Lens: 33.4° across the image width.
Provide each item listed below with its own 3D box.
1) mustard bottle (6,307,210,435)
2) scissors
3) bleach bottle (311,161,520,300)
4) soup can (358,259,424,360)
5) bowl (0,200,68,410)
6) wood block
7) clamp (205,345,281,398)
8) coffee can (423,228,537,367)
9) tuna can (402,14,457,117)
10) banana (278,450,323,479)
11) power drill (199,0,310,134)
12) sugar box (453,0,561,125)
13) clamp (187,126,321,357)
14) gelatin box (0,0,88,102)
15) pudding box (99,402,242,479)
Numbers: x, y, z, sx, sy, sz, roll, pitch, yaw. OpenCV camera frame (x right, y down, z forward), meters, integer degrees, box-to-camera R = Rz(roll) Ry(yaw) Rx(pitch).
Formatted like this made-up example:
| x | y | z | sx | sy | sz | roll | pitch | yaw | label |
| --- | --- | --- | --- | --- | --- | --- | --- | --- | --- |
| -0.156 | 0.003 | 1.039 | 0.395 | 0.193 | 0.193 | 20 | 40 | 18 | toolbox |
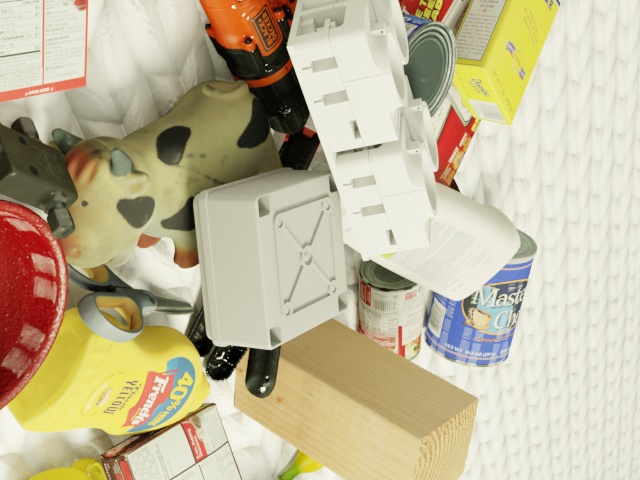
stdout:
| x | y | z | sx | sy | sz | roll | pitch | yaw | label |
| --- | --- | --- | --- | --- | --- | --- | --- | --- | --- |
| -0.146 | 0.108 | 0.827 | 0.096 | 0.058 | 0.191 | -53 | 150 | 9 | mustard bottle |
| -0.147 | 0.032 | 0.799 | 0.016 | 0.096 | 0.201 | -40 | 180 | 8 | scissors |
| 0.080 | -0.021 | 0.969 | 0.103 | 0.068 | 0.250 | -46 | 141 | 15 | bleach bottle |
| 0.072 | 0.070 | 1.106 | 0.068 | 0.069 | 0.102 | -35 | 137 | -38 | soup can |
| -0.236 | 0.041 | 0.656 | 0.161 | 0.055 | 0.162 | -34 | 137 | -38 | bowl |
| 0.027 | 0.148 | 0.966 | 0.090 | 0.206 | 0.090 | -25 | 131 | -45 | wood block |
| -0.051 | 0.053 | 0.919 | 0.039 | 0.120 | 0.171 | 28 | 70 | -28 | clamp |
| 0.181 | 0.059 | 1.221 | 0.102 | 0.103 | 0.140 | -21 | 128 | -47 | coffee can |
| 0.072 | -0.137 | 0.859 | 0.086 | 0.034 | 0.086 | -31 | 133 | -40 | tuna can |
| 0.009 | 0.168 | 1.114 | 0.069 | 0.037 | 0.198 | -12 | 122 | -52 | banana |
| -0.007 | -0.194 | 0.815 | 0.187 | 0.057 | 0.184 | -52 | 146 | -19 | power drill |
| 0.172 | -0.201 | 0.949 | 0.176 | 0.048 | 0.093 | -64 | 147 | -15 | sugar box |
| -0.056 | 0.001 | 0.871 | 0.210 | 0.036 | 0.165 | -66 | -173 | -22 | clamp |
| -0.177 | -0.132 | 0.642 | 0.073 | 0.030 | 0.089 | -22 | 129 | -45 | gelatin box |
| -0.119 | 0.195 | 0.879 | 0.113 | 0.039 | 0.090 | -25 | 99 | -49 | pudding box |
